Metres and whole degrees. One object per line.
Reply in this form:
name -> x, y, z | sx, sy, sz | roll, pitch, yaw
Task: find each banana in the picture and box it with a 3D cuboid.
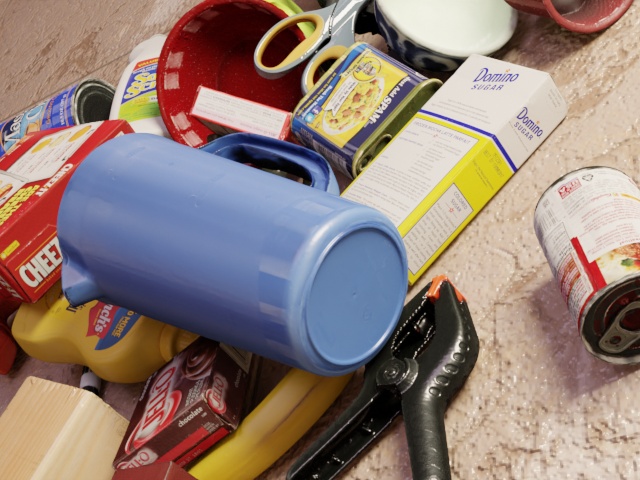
banana -> -0.027, 0.114, 0.727 | 0.197, 0.037, 0.070 | -48, 13, -11

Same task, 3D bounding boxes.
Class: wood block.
wood block -> -0.214, 0.211, 0.759 | 0.091, 0.090, 0.206 | 4, 55, 46

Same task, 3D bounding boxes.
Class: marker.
marker -> -0.193, 0.105, 0.913 | 0.020, 0.020, 0.121 | -28, 37, 21

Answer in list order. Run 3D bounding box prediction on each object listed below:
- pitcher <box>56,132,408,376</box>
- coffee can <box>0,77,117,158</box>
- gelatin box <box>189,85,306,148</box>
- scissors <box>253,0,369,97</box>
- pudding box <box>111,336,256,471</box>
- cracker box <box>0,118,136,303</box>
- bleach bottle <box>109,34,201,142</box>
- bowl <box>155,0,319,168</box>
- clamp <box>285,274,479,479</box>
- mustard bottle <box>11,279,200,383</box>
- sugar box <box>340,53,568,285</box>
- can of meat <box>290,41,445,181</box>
pitcher -> -0.055, 0.001, 0.729 | 0.243, 0.144, 0.149 | 16, 97, 43
coffee can -> -0.277, -0.101, 1.143 | 0.141, 0.102, 0.102 | -20, 40, 29
gelatin box -> -0.056, -0.098, 0.902 | 0.089, 0.073, 0.030 | 18, 86, 18
scissors -> 0.037, -0.188, 0.903 | 0.201, 0.016, 0.096 | -34, 75, -4
pudding box -> -0.093, 0.114, 0.753 | 0.090, 0.039, 0.113 | -38, 15, 20
cracker box -> -0.256, -0.026, 0.952 | 0.164, 0.072, 0.214 | -49, 28, -24
bleach bottle -> -0.173, -0.148, 1.109 | 0.102, 0.068, 0.251 | -9, 36, -3
bowl -> -0.067, -0.141, 0.971 | 0.162, 0.162, 0.055 | -26, 0, 23
clamp -> 0.044, 0.098, 0.668 | 0.120, 0.039, 0.171 | -9, 40, 33
mustard bottle -> -0.160, 0.069, 0.869 | 0.192, 0.058, 0.096 | 10, 50, 37
sugar box -> 0.091, -0.056, 0.782 | 0.176, 0.048, 0.093 | -44, 35, -9
can of meat -> 0.037, -0.099, 0.846 | 0.102, 0.057, 0.084 | -48, 56, -7
